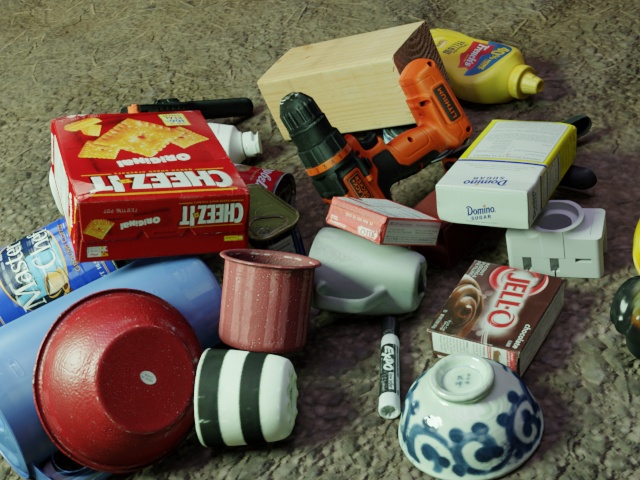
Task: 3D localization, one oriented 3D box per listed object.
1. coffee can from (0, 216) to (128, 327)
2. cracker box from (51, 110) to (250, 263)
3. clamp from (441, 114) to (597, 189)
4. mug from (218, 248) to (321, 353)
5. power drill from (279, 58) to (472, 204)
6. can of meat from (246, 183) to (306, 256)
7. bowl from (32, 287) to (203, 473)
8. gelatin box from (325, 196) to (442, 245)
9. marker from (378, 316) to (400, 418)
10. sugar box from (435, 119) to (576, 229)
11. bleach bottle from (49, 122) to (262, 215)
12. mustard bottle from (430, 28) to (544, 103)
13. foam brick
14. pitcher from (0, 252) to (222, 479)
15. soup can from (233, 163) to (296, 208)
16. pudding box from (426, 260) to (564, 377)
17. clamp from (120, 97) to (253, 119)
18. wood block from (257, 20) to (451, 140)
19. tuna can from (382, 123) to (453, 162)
[{"bbox_3d":[-0.276,0.037,1.103,0.140,0.102,0.103,-27,37,-3],"label":"coffee can"},{"bbox_3d":[-0.175,-0.061,1.062,0.164,0.072,0.214,-5,28,-18],"label":"cracker box"},{"bbox_3d":[0.220,-0.083,1.165,0.171,0.039,0.120,-14,31,11],"label":"clamp"},{"bbox_3d":[-0.048,0.054,0.988,0.093,0.081,0.117,7,7,6],"label":"mug"},{"bbox_3d":[0.061,-0.114,1.134,0.187,0.184,0.057,-40,19,-23],"label":"power drill"},{"bbox_3d":[-0.057,0.001,1.108,0.057,0.084,0.102,-30,38,-21],"label":"can of meat"},{"bbox_3d":[-0.160,0.119,0.915,0.161,0.162,0.055,-39,14,-30],"label":"bowl"},{"bbox_3d":[0.062,-0.018,1.034,0.073,0.030,0.089,23,15,41],"label":"gelatin box"},{"bbox_3d":[0.063,0.112,0.972,0.020,0.020,0.121,-7,36,10],"label":"marker"},{"bbox_3d":[0.188,-0.069,1.064,0.093,0.048,0.176,6,31,27],"label":"sugar box"},{"bbox_3d":[-0.197,-0.095,1.308,0.251,0.068,0.102,-9,37,4],"label":"bleach bottle"},{"bbox_3d":[0.196,-0.212,1.330,0.096,0.058,0.192,-37,42,-28],"label":"mustard bottle"},{"bbox_3d":[0.131,-0.017,1.094,0.051,0.053,0.078,20,47,38],"label":"foam brick"},{"bbox_3d":[-0.200,0.110,0.990,0.242,0.149,0.145,-31,24,-27],"label":"pitcher"},{"bbox_3d":[-0.086,-0.050,1.191,0.102,0.068,0.068,11,42,20],"label":"soup can"},{"bbox_3d":[0.162,0.070,0.977,0.090,0.039,0.113,11,43,30],"label":"pudding box"},{"bbox_3d":[-0.182,-0.163,1.351,0.165,0.036,0.210,-4,8,10],"label":"clamp"},{"bbox_3d":[0.039,-0.189,1.283,0.207,0.091,0.090,-3,35,40],"label":"wood block"},{"bbox_3d":[0.117,-0.126,1.261,0.086,0.034,0.086,-10,36,7],"label":"tuna can"}]
